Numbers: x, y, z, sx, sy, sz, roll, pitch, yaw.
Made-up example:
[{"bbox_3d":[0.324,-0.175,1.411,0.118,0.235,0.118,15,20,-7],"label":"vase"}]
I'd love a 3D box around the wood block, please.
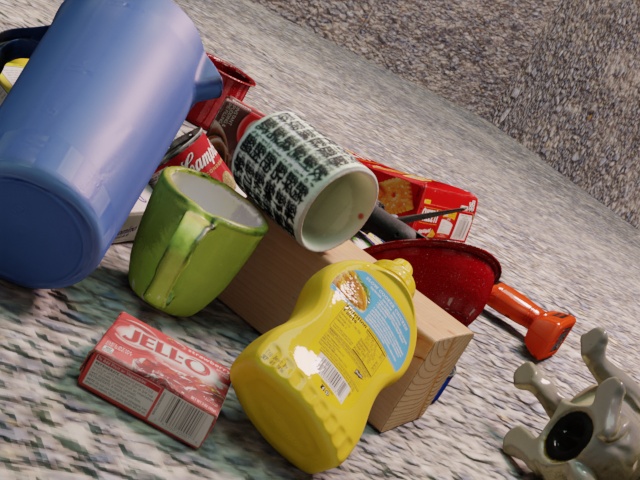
[{"bbox_3d":[0.012,0.056,0.895,0.206,0.091,0.090,37,16,23],"label":"wood block"}]

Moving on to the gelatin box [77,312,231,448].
[{"bbox_3d":[-0.104,0.087,0.687,0.089,0.030,0.073,30,15,-3],"label":"gelatin box"}]

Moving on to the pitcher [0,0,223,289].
[{"bbox_3d":[-0.185,-0.082,0.785,0.145,0.149,0.242,51,32,-26],"label":"pitcher"}]

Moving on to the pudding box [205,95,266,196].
[{"bbox_3d":[-0.084,-0.081,1.113,0.090,0.113,0.039,27,12,-11],"label":"pudding box"}]

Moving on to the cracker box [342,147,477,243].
[{"bbox_3d":[0.071,-0.065,1.354,0.214,0.072,0.163,23,9,31],"label":"cracker box"}]

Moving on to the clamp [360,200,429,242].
[{"bbox_3d":[0.055,-0.021,1.077,0.172,0.039,0.120,37,0,36],"label":"clamp"}]

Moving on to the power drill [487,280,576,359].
[{"bbox_3d":[0.208,0.069,1.293,0.188,0.057,0.184,36,16,22],"label":"power drill"}]

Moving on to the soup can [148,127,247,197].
[{"bbox_3d":[-0.106,-0.040,0.954,0.102,0.068,0.068,56,9,-16],"label":"soup can"}]

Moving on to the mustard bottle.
[{"bbox_3d":[0.019,0.069,0.757,0.096,0.058,0.191,51,43,-8],"label":"mustard bottle"}]

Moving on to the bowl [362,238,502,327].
[{"bbox_3d":[0.094,0.056,1.018,0.161,0.162,0.055,20,58,-35],"label":"bowl"}]

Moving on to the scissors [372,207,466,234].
[{"bbox_3d":[0.076,-0.012,1.175,0.202,0.016,0.096,-3,-20,24],"label":"scissors"}]
